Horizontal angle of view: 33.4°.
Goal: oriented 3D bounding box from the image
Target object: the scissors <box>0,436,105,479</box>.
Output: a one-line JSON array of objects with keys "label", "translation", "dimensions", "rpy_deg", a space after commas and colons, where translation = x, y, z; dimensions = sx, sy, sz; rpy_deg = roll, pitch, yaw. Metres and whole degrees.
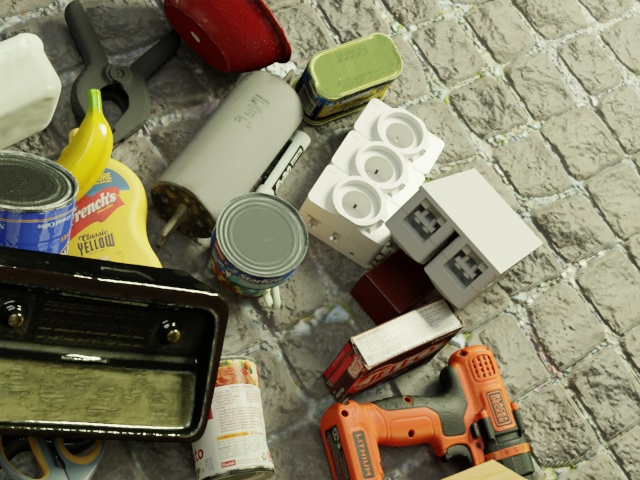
[{"label": "scissors", "translation": [-0.181, 0.205, 0.829], "dimensions": [0.096, 0.016, 0.202], "rpy_deg": [-21, 56, -40]}]

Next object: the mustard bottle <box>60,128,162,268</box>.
[{"label": "mustard bottle", "translation": [-0.204, -0.018, 0.977], "dimensions": [0.096, 0.058, 0.192], "rpy_deg": [-17, 67, 1]}]

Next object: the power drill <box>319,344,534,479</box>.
[{"label": "power drill", "translation": [0.104, 0.198, 0.975], "dimensions": [0.187, 0.057, 0.184], "rpy_deg": [-9, 70, -24]}]

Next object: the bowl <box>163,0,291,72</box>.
[{"label": "bowl", "translation": [-0.105, -0.220, 1.069], "dimensions": [0.162, 0.162, 0.055], "rpy_deg": [42, 79, 5]}]

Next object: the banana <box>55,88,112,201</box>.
[{"label": "banana", "translation": [-0.252, -0.046, 0.947], "dimensions": [0.198, 0.037, 0.070], "rpy_deg": [-40, 64, 1]}]

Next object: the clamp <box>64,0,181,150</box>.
[{"label": "clamp", "translation": [-0.214, -0.165, 1.063], "dimensions": [0.120, 0.039, 0.171], "rpy_deg": [18, 56, -9]}]

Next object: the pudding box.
[{"label": "pudding box", "translation": [0.066, 0.102, 0.989], "dimensions": [0.113, 0.090, 0.039], "rpy_deg": [-23, 72, -27]}]

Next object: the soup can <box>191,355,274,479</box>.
[{"label": "soup can", "translation": [-0.080, 0.159, 0.926], "dimensions": [0.068, 0.069, 0.102], "rpy_deg": [-4, 66, -20]}]

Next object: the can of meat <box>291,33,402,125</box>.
[{"label": "can of meat", "translation": [0.028, -0.167, 1.100], "dimensions": [0.102, 0.084, 0.057], "rpy_deg": [-22, 86, -14]}]

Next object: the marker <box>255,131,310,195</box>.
[{"label": "marker", "translation": [-0.046, -0.064, 1.078], "dimensions": [0.020, 0.020, 0.121], "rpy_deg": [33, 59, 0]}]

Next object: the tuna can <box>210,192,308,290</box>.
[{"label": "tuna can", "translation": [-0.056, 0.001, 0.970], "dimensions": [0.086, 0.034, 0.086], "rpy_deg": [7, 62, -14]}]

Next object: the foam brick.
[{"label": "foam brick", "translation": [0.078, 0.042, 1.046], "dimensions": [0.078, 0.051, 0.053], "rpy_deg": [-35, 80, -29]}]

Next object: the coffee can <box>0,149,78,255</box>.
[{"label": "coffee can", "translation": [-0.261, 0.010, 0.881], "dimensions": [0.102, 0.140, 0.103], "rpy_deg": [13, 27, -7]}]
